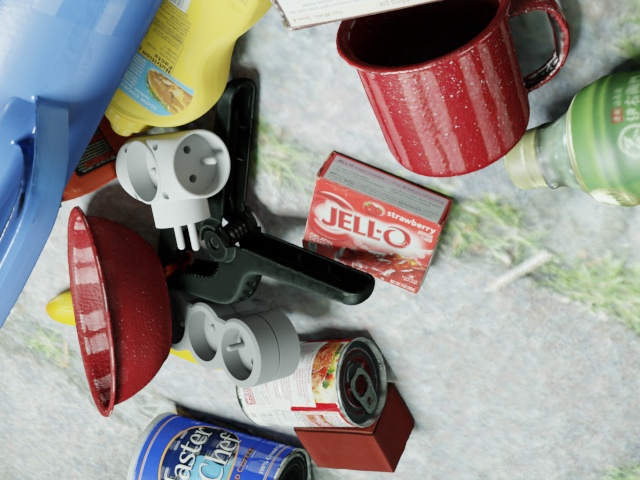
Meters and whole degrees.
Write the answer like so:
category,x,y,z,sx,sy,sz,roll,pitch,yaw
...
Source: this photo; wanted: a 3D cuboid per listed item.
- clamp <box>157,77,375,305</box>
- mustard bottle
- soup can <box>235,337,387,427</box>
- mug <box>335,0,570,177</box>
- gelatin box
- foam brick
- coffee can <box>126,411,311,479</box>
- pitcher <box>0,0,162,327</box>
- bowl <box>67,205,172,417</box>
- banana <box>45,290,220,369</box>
category,x,y,z,sx,sy,sz,roll,pitch,yaw
clamp,-0.055,0.001,0.750,0.164,0.036,0.210,55,142,3
mustard bottle,-0.095,-0.124,0.648,0.096,0.058,0.192,41,140,2
soup can,-0.008,0.112,0.840,0.102,0.068,0.068,-7,129,36
mug,0.076,-0.092,0.569,0.117,0.093,0.081,-21,131,6
gelatin box,0.036,-0.011,0.714,0.089,0.030,0.073,22,140,8
foam brick,0.028,0.152,0.873,0.078,0.053,0.051,-4,130,35
coffee can,-0.093,0.224,0.981,0.140,0.102,0.103,11,137,20
pitcher,-0.177,-0.068,0.570,0.149,0.145,0.243,36,117,-4
bowl,-0.152,0.051,0.816,0.055,0.162,0.162,-8,145,-21
banana,-0.153,0.075,0.911,0.198,0.037,0.070,19,138,13
